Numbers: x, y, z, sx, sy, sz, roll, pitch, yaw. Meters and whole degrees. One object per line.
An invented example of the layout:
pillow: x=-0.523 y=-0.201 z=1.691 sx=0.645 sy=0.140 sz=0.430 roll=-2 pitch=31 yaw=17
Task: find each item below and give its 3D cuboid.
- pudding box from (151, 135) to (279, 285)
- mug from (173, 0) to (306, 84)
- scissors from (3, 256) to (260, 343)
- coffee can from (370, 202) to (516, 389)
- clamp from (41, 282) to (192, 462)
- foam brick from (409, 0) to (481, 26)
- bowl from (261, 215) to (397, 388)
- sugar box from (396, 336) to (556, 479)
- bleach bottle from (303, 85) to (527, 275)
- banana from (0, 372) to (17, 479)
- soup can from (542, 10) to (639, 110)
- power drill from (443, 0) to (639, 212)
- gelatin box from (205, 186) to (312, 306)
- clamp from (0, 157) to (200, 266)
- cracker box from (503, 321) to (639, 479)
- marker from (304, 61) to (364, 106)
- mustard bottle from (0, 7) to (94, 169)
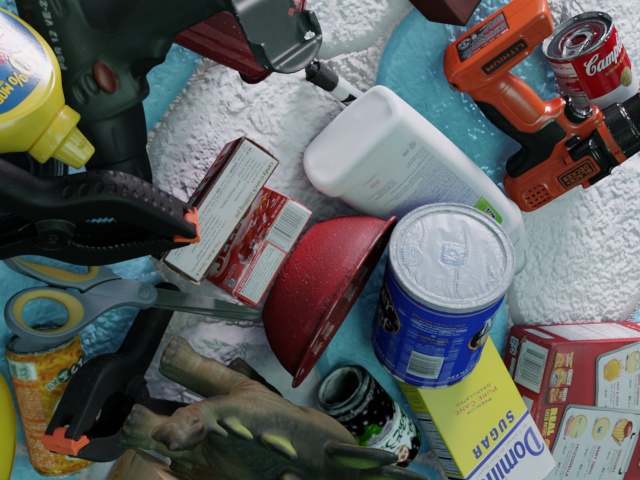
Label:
pudding box: x=-0.081 y=-0.023 z=0.808 sx=0.039 sy=0.090 sz=0.113 roll=32 pitch=85 yaw=-11
mug: x=-0.066 y=-0.183 z=0.781 sx=0.081 sy=0.093 sz=0.117 roll=20 pitch=74 yaw=-30
scissors: x=-0.144 y=0.054 z=0.786 sx=0.201 sy=0.016 sz=0.096 roll=25 pitch=53 yaw=-15
coffee can: x=0.100 y=0.049 z=0.902 sx=0.102 sy=0.103 sz=0.140 roll=-30 pitch=153 yaw=-22
clamp: x=-0.144 y=0.121 z=0.808 sx=0.171 sy=0.039 sz=0.120 roll=-48 pitch=130 yaw=-50
foam brick: x=0.112 y=-0.228 z=0.897 sx=0.051 sy=0.053 sz=0.078 roll=38 pitch=81 yaw=-34
bowl: x=-0.001 y=0.037 z=0.866 sx=0.055 sy=0.162 sz=0.162 roll=31 pitch=85 yaw=8
sugar box: x=0.140 y=0.158 z=0.991 sx=0.093 sy=0.048 sz=0.176 roll=-30 pitch=91 yaw=-21
bleach bottle: x=0.102 y=-0.029 z=0.940 sx=0.103 sy=0.068 sz=0.250 roll=-43 pitch=131 yaw=13
banana: x=-0.261 y=0.164 z=0.787 sx=0.069 sy=0.037 sz=0.198 roll=5 pitch=100 yaw=-10
soup can: x=0.260 y=-0.154 z=1.004 sx=0.068 sy=0.069 sz=0.102 roll=-45 pitch=123 yaw=-14
power drill: x=0.212 y=-0.128 z=0.945 sx=0.185 sy=0.057 sz=0.187 roll=-34 pitch=120 yaw=19
gelatin box: x=-0.056 y=0.001 z=0.845 sx=0.030 sy=0.073 sz=0.089 roll=33 pitch=86 yaw=-34
clamp: x=-0.181 y=-0.021 z=0.700 sx=0.209 sy=0.036 sz=0.165 roll=0 pitch=149 yaw=-16
cracker box: x=0.278 y=0.170 z=1.107 sx=0.213 sy=0.072 sz=0.164 roll=1 pitch=104 yaw=-34
marker: x=0.033 y=-0.117 z=0.900 sx=0.121 sy=0.020 sz=0.020 roll=29 pitch=87 yaw=-35
mustard bottle: x=-0.224 y=-0.111 z=0.675 sx=0.191 sy=0.058 sz=0.096 roll=40 pitch=52 yaw=-16
